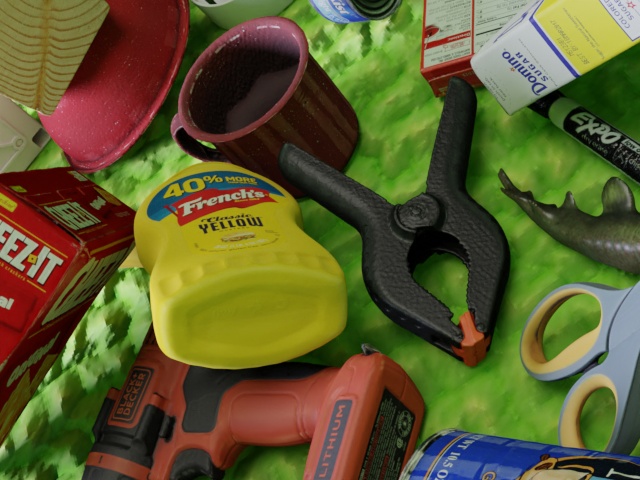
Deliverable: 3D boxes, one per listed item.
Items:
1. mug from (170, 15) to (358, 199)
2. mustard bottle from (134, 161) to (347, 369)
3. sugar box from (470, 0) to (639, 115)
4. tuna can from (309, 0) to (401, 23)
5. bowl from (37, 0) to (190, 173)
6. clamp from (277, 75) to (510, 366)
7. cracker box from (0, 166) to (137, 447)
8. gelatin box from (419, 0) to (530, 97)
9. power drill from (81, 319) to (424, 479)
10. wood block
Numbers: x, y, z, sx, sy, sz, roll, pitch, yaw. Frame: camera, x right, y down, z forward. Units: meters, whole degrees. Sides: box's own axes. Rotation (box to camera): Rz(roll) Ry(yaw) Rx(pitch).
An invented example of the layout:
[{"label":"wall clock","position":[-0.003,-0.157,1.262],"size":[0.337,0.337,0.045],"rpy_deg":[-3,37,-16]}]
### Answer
[{"label":"mug","position":[-0.038,-0.075,0.672],"size":[0.117,0.081,0.093],"rpy_deg":[-18,52,24]},{"label":"mustard bottle","position":[-0.054,0.000,0.597],"size":[0.096,0.058,0.192],"rpy_deg":[-9,25,-12]},{"label":"sugar box","position":[0.153,-0.128,0.521],"size":[0.093,0.048,0.176],"rpy_deg":[-44,9,-26]},{"label":"tuna can","position":[0.022,-0.187,0.703],"size":[0.034,0.086,0.086],"rpy_deg":[2,62,37]},{"label":"bowl","position":[-0.167,-0.134,0.793],"size":[0.162,0.055,0.162],"rpy_deg":[-28,50,38]},{"label":"clamp","position":[0.061,-0.016,0.584],"size":[0.120,0.039,0.171],"rpy_deg":[-32,61,2]},{"label":"cracker box","position":[-0.194,0.065,0.613],"size":[0.214,0.072,0.164],"rpy_deg":[-56,2,6]},{"label":"gelatin box","position":[0.101,-0.136,0.653],"size":[0.073,0.030,0.089],"rpy_deg":[-12,55,27]},{"label":"power drill","position":[-0.049,0.120,0.564],"size":[0.188,0.057,0.184],"rpy_deg":[1,62,35]},{"label":"wood block","position":[-0.241,-0.175,0.783],"size":[0.091,0.090,0.206],"rpy_deg":[-60,36,6]}]
